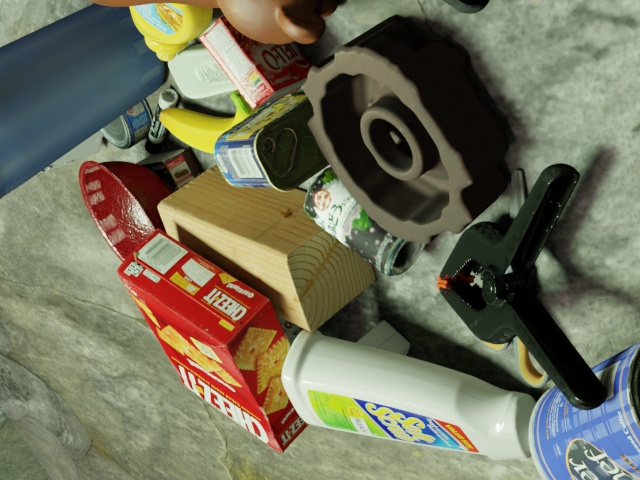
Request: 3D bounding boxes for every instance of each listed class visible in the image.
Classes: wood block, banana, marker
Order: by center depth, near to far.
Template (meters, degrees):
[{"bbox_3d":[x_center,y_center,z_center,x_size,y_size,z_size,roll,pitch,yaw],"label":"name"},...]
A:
[{"bbox_3d":[-0.095,-0.112,1.036,0.069,0.037,0.198,55,156,-18],"label":"banana"},{"bbox_3d":[-0.057,0.001,1.053,0.206,0.090,0.090,21,139,45],"label":"wood block"},{"bbox_3d":[-0.174,-0.127,1.159,0.020,0.020,0.121,49,152,7],"label":"marker"}]

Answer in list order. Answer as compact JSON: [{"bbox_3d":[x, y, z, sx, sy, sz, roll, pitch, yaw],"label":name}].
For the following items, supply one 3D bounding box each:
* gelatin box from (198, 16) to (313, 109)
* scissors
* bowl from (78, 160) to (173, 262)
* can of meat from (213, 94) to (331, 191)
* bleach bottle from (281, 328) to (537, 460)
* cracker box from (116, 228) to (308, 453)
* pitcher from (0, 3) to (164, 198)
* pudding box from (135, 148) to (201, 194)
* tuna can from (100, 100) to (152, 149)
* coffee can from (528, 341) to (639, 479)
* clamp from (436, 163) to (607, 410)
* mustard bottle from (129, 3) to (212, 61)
[{"bbox_3d":[-0.048,-0.151,0.872,0.030,0.089,0.073,-37,90,31],"label":"gelatin box"},{"bbox_3d":[0.146,0.028,0.859,0.096,0.016,0.202,19,132,54],"label":"scissors"},{"bbox_3d":[-0.199,-0.030,1.183,0.162,0.055,0.162,39,149,28],"label":"bowl"},{"bbox_3d":[-0.031,-0.085,0.907,0.084,0.102,0.057,5,127,57],"label":"can of meat"},{"bbox_3d":[0.095,0.145,0.961,0.251,0.068,0.102,8,143,27],"label":"bleach bottle"},{"bbox_3d":[-0.102,0.106,1.084,0.164,0.072,0.213,30,154,33],"label":"cracker box"},{"bbox_3d":[-0.281,-0.139,1.068,0.149,0.242,0.145,22,139,44],"label":"pitcher"},{"bbox_3d":[-0.165,-0.055,1.206,0.114,0.039,0.090,-4,119,57],"label":"pudding box"},{"bbox_3d":[-0.228,-0.146,1.202,0.086,0.033,0.086,37,148,28],"label":"tuna can"},{"bbox_3d":[0.227,0.131,0.762,0.103,0.102,0.140,49,152,7],"label":"coffee can"},{"bbox_3d":[0.141,0.022,0.787,0.210,0.036,0.164,-162,66,-70],"label":"clamp"},{"bbox_3d":[-0.134,-0.230,0.937,0.096,0.058,0.192,41,149,19],"label":"mustard bottle"}]
